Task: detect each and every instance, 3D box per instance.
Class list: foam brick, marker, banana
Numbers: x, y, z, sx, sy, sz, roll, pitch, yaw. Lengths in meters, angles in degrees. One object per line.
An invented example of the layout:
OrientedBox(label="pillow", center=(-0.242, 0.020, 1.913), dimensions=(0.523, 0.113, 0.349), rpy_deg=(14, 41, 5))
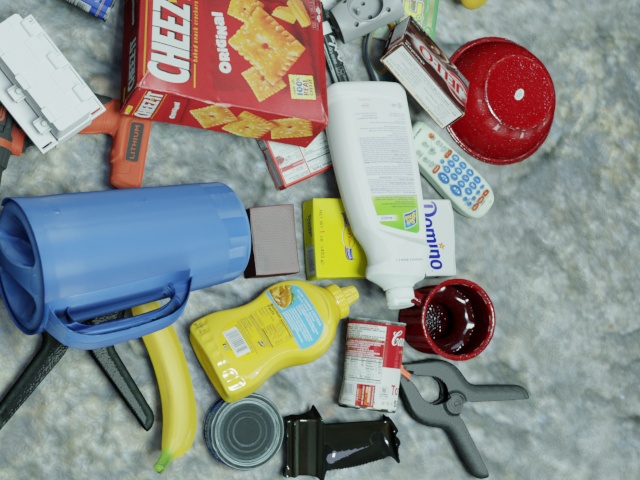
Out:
OrientedBox(label="foam brick", center=(-0.058, 0.001, 1.189), dimensions=(0.053, 0.051, 0.078), rpy_deg=(-4, 87, -19))
OrientedBox(label="marker", center=(0.012, -0.222, 1.239), dimensions=(0.020, 0.020, 0.121), rpy_deg=(-24, 101, -19))
OrientedBox(label="banana", center=(-0.164, 0.144, 1.135), dimensions=(0.037, 0.069, 0.198), rpy_deg=(-16, 78, 15))

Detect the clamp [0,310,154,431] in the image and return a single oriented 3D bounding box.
OrientedBox(label="clamp", center=(-0.263, 0.103, 1.117), dimensions=(0.164, 0.036, 0.210), rpy_deg=(-4, 85, -21))

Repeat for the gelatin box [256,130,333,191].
OrientedBox(label="gelatin box", center=(-0.031, -0.111, 1.218), dimensions=(0.073, 0.030, 0.089), rpy_deg=(-25, 94, -20))

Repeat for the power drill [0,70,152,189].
OrientedBox(label="power drill", center=(-0.277, -0.101, 1.117), dimensions=(0.187, 0.057, 0.184), rpy_deg=(12, 82, -18))

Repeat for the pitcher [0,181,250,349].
OrientedBox(label="pitcher", center=(-0.191, 0.016, 1.070), dimensions=(0.242, 0.145, 0.149), rpy_deg=(-11, 96, -34))

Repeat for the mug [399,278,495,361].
OrientedBox(label="mug", center=(0.132, 0.086, 1.231), dimensions=(0.117, 0.082, 0.093), rpy_deg=(28, 77, -15))

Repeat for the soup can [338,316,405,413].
OrientedBox(label="soup can", center=(0.058, 0.141, 1.208), dimensions=(0.068, 0.069, 0.102), rpy_deg=(9, 84, -18))

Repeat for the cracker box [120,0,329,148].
OrientedBox(label="cracker box", center=(-0.100, -0.201, 1.147), dimensions=(0.213, 0.072, 0.164), rpy_deg=(9, 65, -24))

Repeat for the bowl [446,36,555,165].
OrientedBox(label="bowl", center=(0.228, -0.175, 1.299), dimensions=(0.162, 0.055, 0.162), rpy_deg=(1, 86, -19))

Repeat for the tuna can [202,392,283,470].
OrientedBox(label="tuna can", center=(-0.084, 0.209, 1.172), dimensions=(0.086, 0.034, 0.086), rpy_deg=(2, 85, -19))

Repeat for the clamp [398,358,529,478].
OrientedBox(label="clamp", center=(0.154, 0.202, 1.253), dimensions=(0.171, 0.039, 0.120), rpy_deg=(23, 74, -10))

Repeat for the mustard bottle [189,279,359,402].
OrientedBox(label="mustard bottle", center=(-0.041, 0.096, 1.178), dimensions=(0.191, 0.058, 0.096), rpy_deg=(-25, 66, -20))

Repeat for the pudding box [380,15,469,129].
OrientedBox(label="pudding box", center=(0.121, -0.193, 1.222), dimensions=(0.113, 0.039, 0.090), rpy_deg=(44, 29, -16))

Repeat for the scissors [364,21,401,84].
OrientedBox(label="scissors", center=(0.087, -0.163, 1.266), dimensions=(0.096, 0.016, 0.202), rpy_deg=(2, 92, -20))

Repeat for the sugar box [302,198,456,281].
OrientedBox(label="sugar box", center=(0.069, -0.001, 1.235), dimensions=(0.176, 0.048, 0.093), rpy_deg=(-1, 84, -18))

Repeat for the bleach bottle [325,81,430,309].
OrientedBox(label="bleach bottle", center=(0.063, -0.049, 1.184), dimensions=(0.102, 0.068, 0.251), rpy_deg=(-3, 77, -21))
